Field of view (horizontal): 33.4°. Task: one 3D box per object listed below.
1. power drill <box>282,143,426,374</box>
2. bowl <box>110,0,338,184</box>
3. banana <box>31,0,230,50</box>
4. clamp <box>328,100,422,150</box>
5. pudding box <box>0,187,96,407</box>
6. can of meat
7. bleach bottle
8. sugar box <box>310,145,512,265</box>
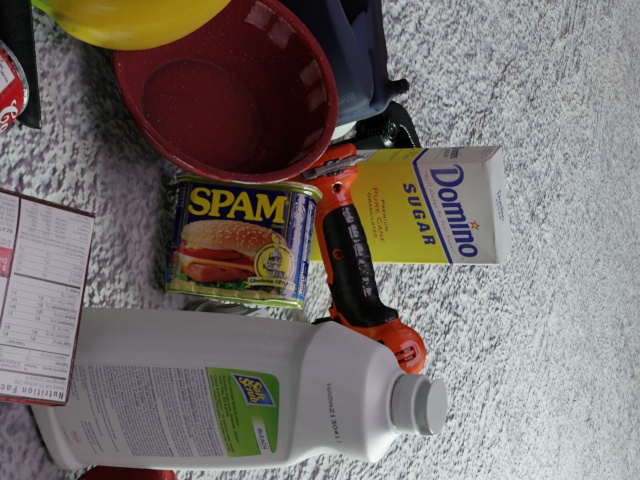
[{"bbox_3d":[0.011,0.021,0.853,0.057,0.185,0.187,-21,97,-20],"label":"power drill"},{"bbox_3d":[-0.071,-0.099,0.719,0.161,0.055,0.162,13,60,-24],"label":"bowl"},{"bbox_3d":[-0.093,-0.165,0.675,0.197,0.037,0.069,-35,105,-38],"label":"banana"},{"bbox_3d":[0.049,-0.097,1.009,0.171,0.039,0.120,40,62,-47],"label":"clamp"},{"bbox_3d":[-0.174,0.029,0.575,0.089,0.039,0.113,18,76,-45],"label":"pudding box"},{"bbox_3d":[-0.055,0.001,0.749,0.057,0.102,0.084,42,55,-79],"label":"can of meat"},{"bbox_3d":[-0.049,0.090,0.602,0.068,0.251,0.102,-47,131,-51],"label":"bleach bottle"},{"bbox_3d":[0.066,-0.028,0.894,0.048,0.176,0.093,-42,126,-54],"label":"sugar box"}]
